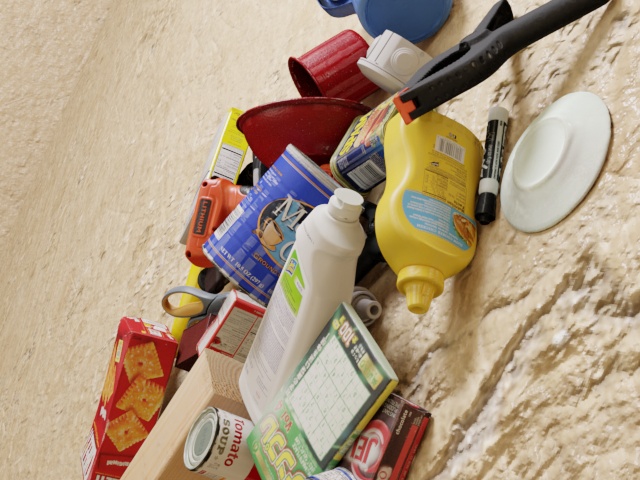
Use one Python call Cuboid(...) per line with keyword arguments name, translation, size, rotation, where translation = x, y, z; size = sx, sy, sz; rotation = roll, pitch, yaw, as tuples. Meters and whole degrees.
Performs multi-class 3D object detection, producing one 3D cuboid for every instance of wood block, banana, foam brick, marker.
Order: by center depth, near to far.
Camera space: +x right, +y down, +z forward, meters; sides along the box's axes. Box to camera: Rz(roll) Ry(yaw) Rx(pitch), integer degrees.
Cuboid(name="marker", translation=(0.156, -0.068, 0.970), size=(0.020, 0.020, 0.121), rotation=(-29, 43, 52))
Cuboid(name="wood block", translation=(-0.136, 0.235, 1.179), size=(0.206, 0.090, 0.090), rotation=(-57, 25, 18))
Cuboid(name="foam brick", translation=(-0.137, 0.132, 1.323), size=(0.078, 0.053, 0.051), rotation=(-33, 39, 51))
Cuboid(name="banana", translation=(-0.170, 0.066, 1.478), size=(0.070, 0.037, 0.197), rotation=(120, 165, -61))

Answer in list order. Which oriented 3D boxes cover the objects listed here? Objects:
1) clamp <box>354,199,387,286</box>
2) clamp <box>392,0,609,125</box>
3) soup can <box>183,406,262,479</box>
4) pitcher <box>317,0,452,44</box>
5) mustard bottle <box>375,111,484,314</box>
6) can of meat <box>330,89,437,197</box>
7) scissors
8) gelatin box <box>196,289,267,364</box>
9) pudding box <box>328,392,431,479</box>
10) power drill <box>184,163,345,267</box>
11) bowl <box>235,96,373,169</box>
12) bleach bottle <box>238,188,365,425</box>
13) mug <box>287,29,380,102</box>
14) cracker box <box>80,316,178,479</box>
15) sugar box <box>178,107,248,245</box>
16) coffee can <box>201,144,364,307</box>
Cuboid(name="clamp", translation=(0.060, 0.001, 1.072), size=(0.172, 0.039, 0.120), rotation=(-18, 51, 63))
Cuboid(name="clamp", translation=(0.146, -0.174, 0.976), size=(0.210, 0.036, 0.165), rotation=(-35, 17, -11))
Cuboid(name="soup can", translation=(-0.077, 0.213, 1.067), size=(0.069, 0.102, 0.068), rotation=(-45, 30, 36))
Cuboid(name="pitcher", translation=(0.071, -0.328, 1.257), size=(0.243, 0.145, 0.149), rotation=(-100, 13, -48))
Cuboid(name="mustard bottle", translation=(0.096, -0.022, 0.953), size=(0.058, 0.096, 0.191), rotation=(-35, 38, 49))
Cuboid(name="can of meat", translation=(0.068, -0.104, 1.114), size=(0.084, 0.057, 0.102), rotation=(-31, 23, 47))
Cuboid(name="scissors", translation=(-0.113, 0.090, 1.340), size=(0.202, 0.096, 0.016), rotation=(-2, 32, 32))
Cuboid(name="gelatin box", translation=(-0.090, 0.109, 1.227), size=(0.089, 0.073, 0.030), rotation=(-57, 24, 18))
Cuboid(name="pudding box", translation=(0.042, 0.174, 0.944), size=(0.114, 0.039, 0.090), rotation=(15, 80, 65))
Cuboid(name="power drill", translation=(-0.058, 0.001, 1.195), size=(0.188, 0.057, 0.184), rotation=(6, 75, 28))
Cuboid(name="bowl", translation=(-0.015, -0.111, 1.210), size=(0.162, 0.161, 0.055), rotation=(-22, 69, 56))
Cuboid(name="bleach bottle", translation=(-0.009, 0.067, 1.024), size=(0.103, 0.068, 0.251), rotation=(57, 136, 47))
Cuboid(name="mug", translation=(0.022, -0.188, 1.263), size=(0.081, 0.117, 0.093), rotation=(-33, 57, -11))
Cuboid(name="cracker box", translation=(-0.252, 0.214, 1.391), size=(0.164, 0.072, 0.214), rotation=(-164, 90, -76))
Cuboid(name="sugar box", translation=(-0.133, -0.081, 1.404), size=(0.093, 0.048, 0.176), rotation=(127, 159, -56))
Cuboid(name="coffee can", translation=(-0.038, -0.013, 1.094), size=(0.140, 0.102, 0.103), rotation=(-49, 26, 5))
